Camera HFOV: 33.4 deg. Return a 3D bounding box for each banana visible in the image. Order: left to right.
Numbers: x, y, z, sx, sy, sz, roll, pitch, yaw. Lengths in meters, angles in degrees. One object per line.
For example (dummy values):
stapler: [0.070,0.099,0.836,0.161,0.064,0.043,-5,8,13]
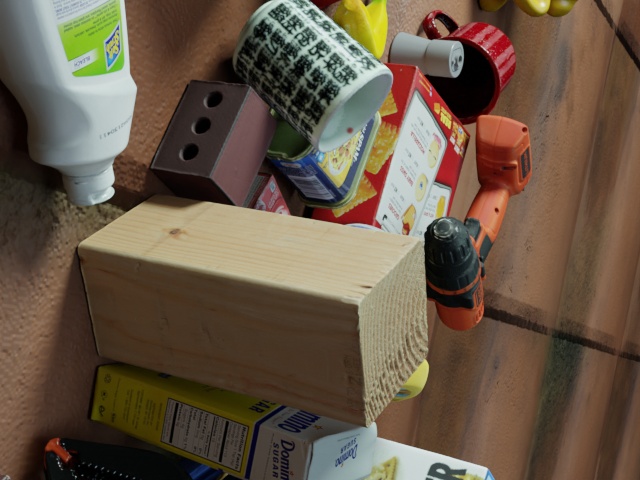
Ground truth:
banana: [0.032,-0.176,0.892,0.197,0.037,0.069,-64,153,-71]

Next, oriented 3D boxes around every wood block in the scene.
wood block: [-0.043,0.039,0.691,0.090,0.206,0.090,-41,133,-49]

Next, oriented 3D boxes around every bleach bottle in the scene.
bleach bottle: [-0.153,-0.133,0.588,0.102,0.068,0.251,-42,137,-48]

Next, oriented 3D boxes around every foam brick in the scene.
foam brick: [-0.074,-0.068,0.760,0.051,0.053,0.078,51,55,-54]

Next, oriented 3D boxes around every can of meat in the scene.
can of meat: [0.000,-0.090,0.883,0.083,0.058,0.102,46,59,-54]

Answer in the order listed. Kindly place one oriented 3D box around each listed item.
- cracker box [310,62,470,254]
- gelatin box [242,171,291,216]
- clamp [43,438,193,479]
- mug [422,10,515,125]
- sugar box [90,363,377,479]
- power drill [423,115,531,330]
cracker box: [0.061,-0.036,0.997,0.164,0.072,0.213,35,69,-60]
gelatin box: [-0.055,0.001,0.840,0.089,0.030,0.073,-61,147,-29]
clamp: [-0.086,0.192,0.675,0.164,0.210,0.036,-38,164,-34]
mug: [0.145,-0.185,1.097,0.117,0.093,0.081,53,37,-6]
sugar box: [-0.059,0.122,0.722,0.093,0.176,0.048,1,99,-61]
power drill: [0.148,-0.025,1.027,0.184,0.057,0.187,71,40,-60]
